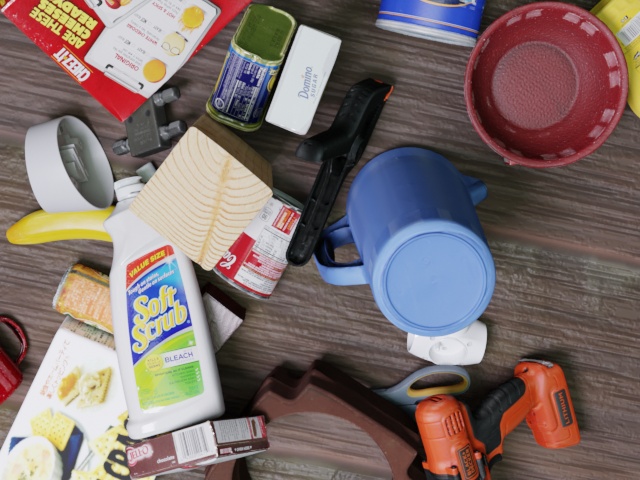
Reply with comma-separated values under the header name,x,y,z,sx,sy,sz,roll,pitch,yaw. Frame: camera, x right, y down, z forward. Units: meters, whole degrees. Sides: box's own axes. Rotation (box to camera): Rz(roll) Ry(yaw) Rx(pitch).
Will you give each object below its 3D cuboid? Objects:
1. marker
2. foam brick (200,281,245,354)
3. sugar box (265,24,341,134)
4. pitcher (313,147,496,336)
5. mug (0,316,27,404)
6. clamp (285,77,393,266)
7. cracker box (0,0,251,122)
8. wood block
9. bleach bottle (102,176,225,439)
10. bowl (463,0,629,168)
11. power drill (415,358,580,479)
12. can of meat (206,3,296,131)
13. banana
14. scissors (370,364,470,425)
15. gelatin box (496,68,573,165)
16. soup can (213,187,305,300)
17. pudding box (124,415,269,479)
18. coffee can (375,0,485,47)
name,x,y,z,sx,sy,sz,roll,pitch,yaw
marker,-0.153,-0.027,1.119,0.020,0.020,0.121,-31,100,3
foam brick,-0.123,0.092,1.125,0.051,0.053,0.078,39,97,-8
sugar box,-0.015,-0.153,1.022,0.048,0.176,0.093,20,99,-6
pitcher,0.085,0.004,1.021,0.145,0.243,0.149,27,105,-8
mug,-0.357,0.130,1.112,0.117,0.093,0.081,-45,107,-31
clamp,0.020,-0.095,1.035,0.036,0.165,0.209,23,59,11
cracker box,-0.176,-0.248,1.025,0.214,0.072,0.164,-42,126,5
wood block,-0.104,-0.051,0.986,0.090,0.206,0.091,39,96,-9
bleach bottle,-0.170,0.062,1.064,0.102,0.068,0.251,-14,88,-7
bowl,0.219,-0.154,1.061,0.162,0.055,0.162,0,98,-1
power drill,0.190,0.219,1.111,0.187,0.057,0.184,-25,106,-35
can of meat,-0.066,-0.171,1.040,0.057,0.102,0.084,21,131,-5
banana,-0.224,-0.004,1.111,0.197,0.037,0.069,17,96,-5
scissors,0.071,0.185,1.166,0.202,0.016,0.096,-17,120,15
gelatin box,0.223,-0.128,1.110,0.073,0.030,0.089,-11,98,0
soup can,-0.057,0.001,1.103,0.068,0.068,0.102,30,97,-7
pudding box,-0.121,0.203,1.050,0.114,0.089,0.039,-19,77,30
coffee can,0.118,-0.269,1.044,0.102,0.103,0.140,11,99,-4
